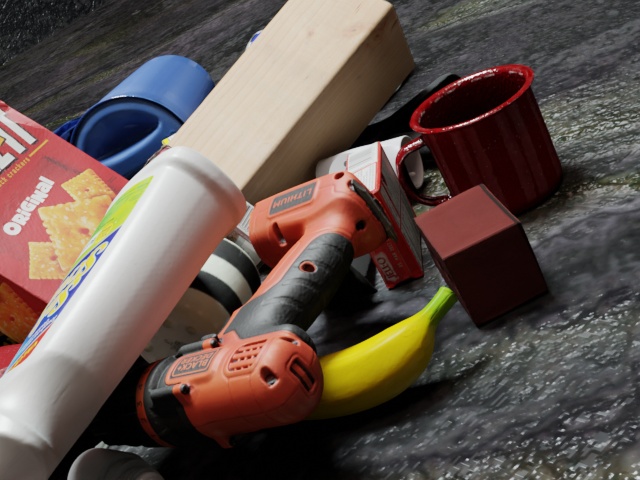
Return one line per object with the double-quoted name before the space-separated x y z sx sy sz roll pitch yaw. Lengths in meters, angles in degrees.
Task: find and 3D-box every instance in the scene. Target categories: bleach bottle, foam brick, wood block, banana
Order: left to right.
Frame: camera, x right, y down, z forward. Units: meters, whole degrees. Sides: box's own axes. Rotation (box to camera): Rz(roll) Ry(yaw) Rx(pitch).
"bleach bottle" -0.134 0.056 0.617 0.103 0.068 0.250 -32 22 43
"wood block" -0.024 -0.111 0.895 0.090 0.090 0.206 32 78 30
"banana" -0.005 0.080 0.650 0.198 0.037 0.069 -16 28 35
"foam brick" 0.099 0.008 0.669 0.051 0.053 0.078 -27 22 1

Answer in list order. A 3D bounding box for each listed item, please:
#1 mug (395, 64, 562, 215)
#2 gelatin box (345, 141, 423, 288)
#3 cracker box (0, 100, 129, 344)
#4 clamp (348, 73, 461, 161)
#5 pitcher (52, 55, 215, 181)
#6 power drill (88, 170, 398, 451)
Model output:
"mug" 0.111 -0.063 0.765 0.117 0.081 0.093 -25 23 7
"gelatin box" 0.044 -0.019 0.760 0.030 0.073 0.089 -23 24 15
"cracker box" -0.224 -0.005 0.858 0.072 0.213 0.164 -57 1 40
"clamp" 0.058 -0.088 0.932 0.172 0.039 0.120 -18 26 22
"pitcher" -0.192 -0.125 1.174 0.145 0.149 0.242 -47 13 19
"power drill" -0.045 0.047 0.648 0.185 0.057 0.187 -15 33 42
